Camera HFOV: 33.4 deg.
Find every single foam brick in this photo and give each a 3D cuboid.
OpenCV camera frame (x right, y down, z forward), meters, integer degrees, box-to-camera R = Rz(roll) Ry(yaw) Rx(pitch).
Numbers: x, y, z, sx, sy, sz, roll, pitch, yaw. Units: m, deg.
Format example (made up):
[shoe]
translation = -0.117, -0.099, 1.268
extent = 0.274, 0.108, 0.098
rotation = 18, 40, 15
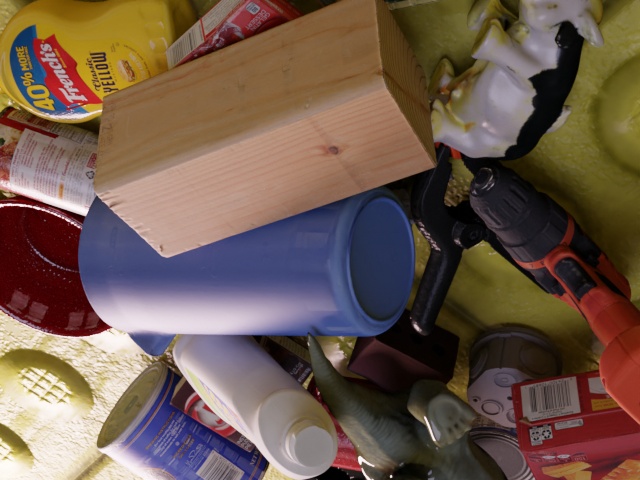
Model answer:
[foam brick]
translation = 0.072, 0.098, 0.927
extent = 0.078, 0.053, 0.051
rotation = 27, 132, -7

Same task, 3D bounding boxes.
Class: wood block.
[wood block]
translation = -0.037, -0.073, 0.710
extent = 0.206, 0.090, 0.090
rotation = -18, 141, 19

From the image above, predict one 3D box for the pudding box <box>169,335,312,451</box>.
[pudding box]
translation = -0.071, 0.127, 0.984
extent = 0.090, 0.039, 0.114
rotation = 33, 106, -11

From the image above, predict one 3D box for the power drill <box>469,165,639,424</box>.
[power drill]
translation = 0.189, 0.040, 0.739
extent = 0.057, 0.188, 0.184
rotation = -43, 125, 15

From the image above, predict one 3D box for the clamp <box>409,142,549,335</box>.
[clamp]
translation = 0.123, -0.010, 0.819
extent = 0.120, 0.039, 0.171
rotation = -14, 123, -13

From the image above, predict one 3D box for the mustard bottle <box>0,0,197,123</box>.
[mustard bottle]
translation = -0.184, -0.136, 0.807
extent = 0.192, 0.058, 0.096
rotation = -1, 127, 20

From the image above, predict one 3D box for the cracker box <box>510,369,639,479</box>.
[cracker box]
translation = 0.265, 0.185, 0.882
extent = 0.164, 0.072, 0.213
rotation = -13, 137, 18

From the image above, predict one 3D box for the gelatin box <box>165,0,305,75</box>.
[gelatin box]
translation = -0.051, -0.131, 0.739
extent = 0.089, 0.030, 0.073
rotation = -36, 134, 27

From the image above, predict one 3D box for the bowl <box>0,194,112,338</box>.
[bowl]
translation = -0.238, 0.012, 0.954
extent = 0.162, 0.055, 0.162
rotation = 9, 132, 11

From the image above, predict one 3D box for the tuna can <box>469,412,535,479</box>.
[tuna can]
translation = 0.162, 0.193, 0.991
extent = 0.086, 0.033, 0.086
rotation = 9, 131, 11

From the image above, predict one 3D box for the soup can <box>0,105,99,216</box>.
[soup can]
translation = -0.217, -0.063, 0.875
extent = 0.102, 0.068, 0.069
rotation = 18, 133, 2

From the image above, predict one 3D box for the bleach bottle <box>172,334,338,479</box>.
[bleach bottle]
translation = -0.046, 0.121, 0.826
extent = 0.102, 0.068, 0.251
rotation = 54, 169, -14

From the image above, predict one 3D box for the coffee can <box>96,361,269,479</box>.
[coffee can]
translation = -0.133, 0.200, 1.049
extent = 0.140, 0.102, 0.103
rotation = 39, 130, -16

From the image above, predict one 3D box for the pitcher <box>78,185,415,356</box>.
[pitcher]
translation = -0.055, 0.001, 0.806
extent = 0.243, 0.144, 0.149
rotation = 1, 134, 35
